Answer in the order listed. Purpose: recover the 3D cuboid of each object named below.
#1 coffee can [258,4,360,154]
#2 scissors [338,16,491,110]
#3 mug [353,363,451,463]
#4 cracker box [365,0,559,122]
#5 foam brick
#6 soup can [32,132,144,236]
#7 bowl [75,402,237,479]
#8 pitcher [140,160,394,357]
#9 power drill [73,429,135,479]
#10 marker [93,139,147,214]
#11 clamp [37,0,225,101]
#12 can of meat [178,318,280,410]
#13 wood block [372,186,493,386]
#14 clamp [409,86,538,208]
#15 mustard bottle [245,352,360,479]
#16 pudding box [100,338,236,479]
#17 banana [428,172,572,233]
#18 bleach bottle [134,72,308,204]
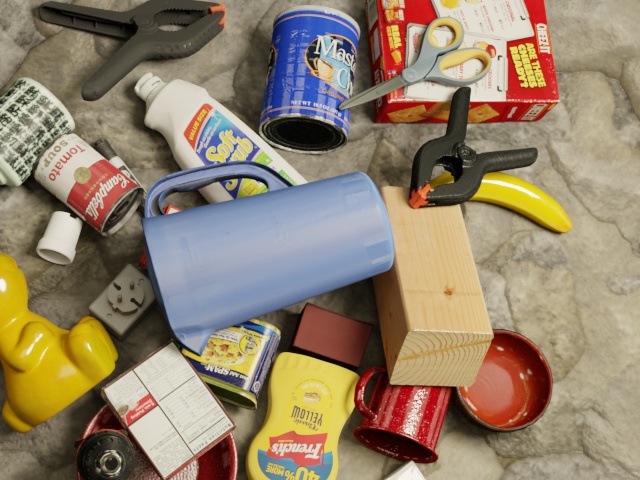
[{"bbox_3d":[-0.012,-0.184,1.226,0.102,0.103,0.140,9,71,-8],"label":"coffee can"},{"bbox_3d":[0.101,-0.204,1.216,0.201,0.016,0.096,-11,73,-19],"label":"scissors"},{"bbox_3d":[0.082,0.176,1.132,0.117,0.093,0.081,33,62,-26],"label":"mug"},{"bbox_3d":[0.167,-0.228,1.291,0.213,0.072,0.164,-2,74,-12],"label":"cracker box"},{"bbox_3d":[0.010,0.108,1.164,0.078,0.053,0.051,18,70,-3],"label":"foam brick"},{"bbox_3d":[-0.252,-0.062,1.159,0.102,0.068,0.068,38,70,8],"label":"soup can"},{"bbox_3d":[-0.167,0.230,1.091,0.162,0.055,0.162,3,72,-10],"label":"bowl"},{"bbox_3d":[-0.057,0.001,1.085,0.242,0.145,0.149,-16,119,-8],"label":"pitcher"},{"bbox_3d":[-0.180,0.262,0.961,0.057,0.185,0.187,-10,85,-14],"label":"power drill"},{"bbox_3d":[-0.214,-0.065,1.195,0.020,0.020,0.121,-36,82,-19],"label":"marker"},{"bbox_3d":[-0.204,-0.230,1.224,0.209,0.036,0.165,-12,53,-18],"label":"clamp"},{"bbox_3d":[-0.101,0.121,1.133,0.102,0.057,0.084,19,68,5],"label":"can of meat"},{"bbox_3d":[0.111,0.046,1.140,0.090,0.090,0.206,3,45,-10],"label":"wood block"},{"bbox_3d":[0.151,-0.100,1.184,0.171,0.039,0.120,-31,71,-31],"label":"clamp"},{"bbox_3d":[-0.026,0.220,1.119,0.096,0.058,0.191,18,71,-3],"label":"mustard bottle"},{"bbox_3d":[-0.151,0.169,1.062,0.090,0.039,0.113,-35,84,-17],"label":"pudding box"},{"bbox_3d":[0.203,-0.049,1.262,0.197,0.037,0.069,4,89,-8],"label":"banana"},{"bbox_3d":[-0.117,-0.091,1.201,0.251,0.068,0.102,42,73,7],"label":"bleach bottle"}]
